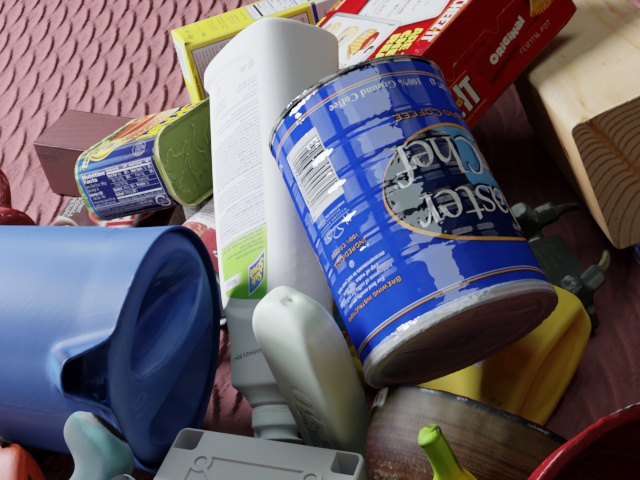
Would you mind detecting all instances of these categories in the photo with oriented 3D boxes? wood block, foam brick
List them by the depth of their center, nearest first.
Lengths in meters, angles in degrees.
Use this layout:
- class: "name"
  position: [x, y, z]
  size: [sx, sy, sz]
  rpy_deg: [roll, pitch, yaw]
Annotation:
- class: "wood block"
  position: [0.191, -0.090, 0.703]
  size: [0.090, 0.091, 0.206]
  rpy_deg: [-24, 25, 8]
- class: "foam brick"
  position: [-0.181, -0.068, 0.859]
  size: [0.078, 0.053, 0.051]
  rpy_deg: [11, 44, 27]

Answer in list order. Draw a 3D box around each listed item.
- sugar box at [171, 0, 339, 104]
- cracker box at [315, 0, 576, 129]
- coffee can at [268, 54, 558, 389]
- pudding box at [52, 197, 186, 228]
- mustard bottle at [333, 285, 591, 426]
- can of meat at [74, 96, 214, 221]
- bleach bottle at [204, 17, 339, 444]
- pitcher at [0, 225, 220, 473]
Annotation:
- class: "sugar box"
  position: [-0.027, -0.157, 0.893]
  size: [0.176, 0.093, 0.048]
  rpy_deg: [-21, 37, -12]
- class: "cracker box"
  position: [0.053, -0.126, 0.760]
  size: [0.164, 0.072, 0.214]
  rpy_deg: [-49, 25, -12]
- class: "coffee can"
  position: [0.045, -0.009, 0.549]
  size: [0.102, 0.103, 0.140]
  rpy_deg: [-20, 67, -8]
- class: "pudding box"
  position: [-0.152, 0.011, 0.763]
  size: [0.090, 0.039, 0.113]
  rpy_deg: [-3, 39, 13]
- class: "mustard bottle"
  position: [0.056, 0.047, 0.637]
  size: [0.192, 0.058, 0.096]
  rpy_deg: [23, 75, 38]
- class: "can of meat"
  position: [-0.110, -0.057, 0.748]
  size: [0.084, 0.057, 0.102]
  rpy_deg: [-10, 22, 33]
- class: "bleach bottle"
  position: [-0.029, -0.002, 0.648]
  size: [0.068, 0.103, 0.251]
  rpy_deg: [9, 69, -27]
- class: "pitcher"
  position: [-0.184, 0.051, 0.620]
  size: [0.243, 0.149, 0.145]
  rpy_deg: [4, 53, 17]
